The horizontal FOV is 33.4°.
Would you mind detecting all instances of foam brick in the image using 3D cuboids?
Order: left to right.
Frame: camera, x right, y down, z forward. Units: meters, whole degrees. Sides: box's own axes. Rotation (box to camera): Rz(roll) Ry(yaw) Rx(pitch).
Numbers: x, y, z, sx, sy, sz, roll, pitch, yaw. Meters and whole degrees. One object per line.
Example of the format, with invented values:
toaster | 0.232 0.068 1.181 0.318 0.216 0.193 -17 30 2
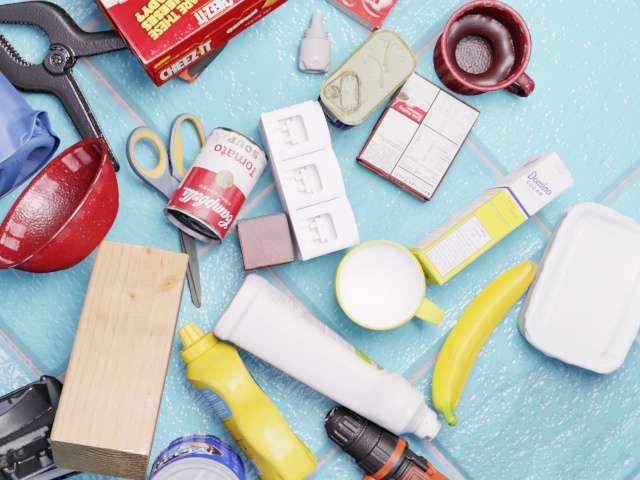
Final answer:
foam brick | -0.057 0.001 1.091 0.051 0.078 0.053 -11 88 -5

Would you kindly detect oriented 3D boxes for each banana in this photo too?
banana | 0.163 0.105 1.115 0.037 0.070 0.197 41 69 -34

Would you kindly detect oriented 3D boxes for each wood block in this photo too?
wood block | -0.191 0.115 1.030 0.090 0.091 0.206 10 61 -5

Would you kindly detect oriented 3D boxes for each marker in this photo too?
marker | -0.248 0.232 1.103 0.121 0.020 0.020 -18 91 -5

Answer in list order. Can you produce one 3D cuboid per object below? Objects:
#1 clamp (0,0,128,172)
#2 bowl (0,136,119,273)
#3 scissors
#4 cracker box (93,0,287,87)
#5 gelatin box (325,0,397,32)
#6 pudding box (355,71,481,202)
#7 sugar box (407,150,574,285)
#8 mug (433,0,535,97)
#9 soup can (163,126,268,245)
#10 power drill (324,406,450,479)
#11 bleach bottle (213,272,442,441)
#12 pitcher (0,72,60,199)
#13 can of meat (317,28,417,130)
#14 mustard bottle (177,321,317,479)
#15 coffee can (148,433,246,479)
clamp | -0.263 -0.173 1.092 0.210 0.036 0.164 20 99 0
bowl | -0.250 -0.023 1.052 0.162 0.162 0.055 -49 121 -4
scissors | -0.159 -0.033 1.100 0.096 0.016 0.202 5 89 -29
cracker box | -0.156 -0.283 1.048 0.164 0.072 0.214 -35 77 -6
gelatin box | 0.043 -0.274 1.124 0.089 0.030 0.073 33 87 -4
pudding box | 0.103 -0.109 1.125 0.090 0.039 0.113 31 89 -5
sugar box | 0.173 -0.022 1.103 0.176 0.093 0.048 -35 93 -4
mug | 0.173 -0.189 1.109 0.117 0.081 0.093 35 87 -4
soup can | -0.105 -0.056 1.082 0.068 0.069 0.102 30 73 -4
power drill | 0.039 0.289 1.108 0.184 0.057 0.187 38 87 -4
bleach bottle | 0.014 0.128 1.084 0.251 0.102 0.068 34 97 -4
pitcher | -0.386 -0.143 1.047 0.149 0.145 0.243 -38 89 -16
can of meat | 0.044 -0.162 1.097 0.102 0.084 0.057 -44 94 -4
mustard bottle | -0.082 0.164 1.079 0.058 0.096 0.191 -37 92 -17
coffee can | -0.122 0.253 1.053 0.102 0.140 0.103 0 90 -5
